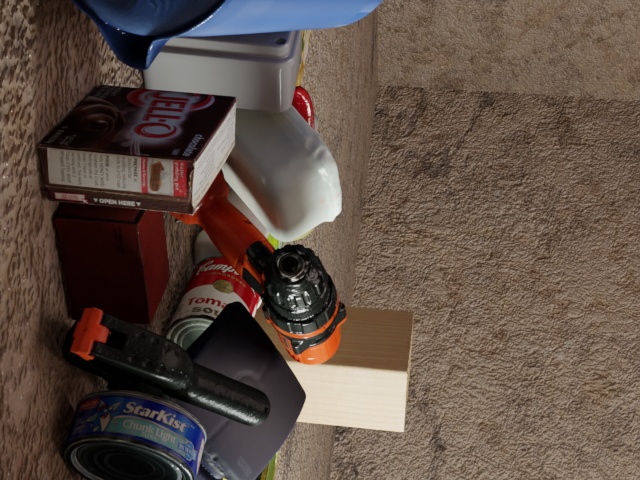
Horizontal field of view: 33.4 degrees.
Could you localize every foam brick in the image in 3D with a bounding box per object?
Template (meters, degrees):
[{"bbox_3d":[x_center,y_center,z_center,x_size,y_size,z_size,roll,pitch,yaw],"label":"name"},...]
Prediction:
[{"bbox_3d":[-0.126,0.005,0.655,0.051,0.053,0.078,-77,170,-55],"label":"foam brick"}]

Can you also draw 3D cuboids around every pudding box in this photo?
[{"bbox_3d":[-0.104,-0.057,0.635,0.113,0.090,0.039,-74,167,-61],"label":"pudding box"}]

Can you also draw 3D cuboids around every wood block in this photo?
[{"bbox_3d":[-0.013,0.124,1.081,0.090,0.206,0.090,-78,170,-50],"label":"wood block"}]

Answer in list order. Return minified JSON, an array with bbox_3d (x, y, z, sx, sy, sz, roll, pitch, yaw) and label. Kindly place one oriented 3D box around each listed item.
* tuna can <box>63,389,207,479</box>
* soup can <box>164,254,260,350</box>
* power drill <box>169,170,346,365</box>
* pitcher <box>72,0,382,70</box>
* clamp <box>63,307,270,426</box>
[{"bbox_3d":[-0.117,0.130,0.673,0.086,0.086,0.033,86,12,-53],"label":"tuna can"},{"bbox_3d":[-0.093,0.067,0.937,0.102,0.068,0.068,-74,167,-59],"label":"soup can"},{"bbox_3d":[-0.055,0.001,0.790,0.188,0.057,0.184,50,-12,20],"label":"power drill"},{"bbox_3d":[-0.037,-0.194,0.633,0.145,0.149,0.242,62,26,4],"label":"pitcher"},{"bbox_3d":[-0.118,0.082,0.682,0.171,0.120,0.039,46,48,-54],"label":"clamp"}]
